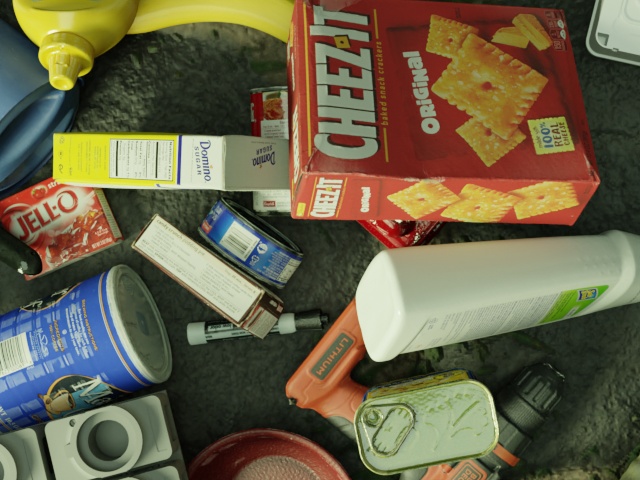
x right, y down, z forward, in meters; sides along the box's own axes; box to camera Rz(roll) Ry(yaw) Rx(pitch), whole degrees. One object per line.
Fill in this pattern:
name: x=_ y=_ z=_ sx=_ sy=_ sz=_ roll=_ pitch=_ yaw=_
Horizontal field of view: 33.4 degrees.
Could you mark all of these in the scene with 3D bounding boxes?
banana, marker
banana: x=-0.076 y=-0.184 z=0.882 sx=0.198 sy=0.037 sz=0.070 roll=15 pitch=100 yaw=7
marker: x=-0.053 y=0.073 z=0.905 sx=0.121 sy=0.020 sz=0.020 roll=-7 pitch=92 yaw=7

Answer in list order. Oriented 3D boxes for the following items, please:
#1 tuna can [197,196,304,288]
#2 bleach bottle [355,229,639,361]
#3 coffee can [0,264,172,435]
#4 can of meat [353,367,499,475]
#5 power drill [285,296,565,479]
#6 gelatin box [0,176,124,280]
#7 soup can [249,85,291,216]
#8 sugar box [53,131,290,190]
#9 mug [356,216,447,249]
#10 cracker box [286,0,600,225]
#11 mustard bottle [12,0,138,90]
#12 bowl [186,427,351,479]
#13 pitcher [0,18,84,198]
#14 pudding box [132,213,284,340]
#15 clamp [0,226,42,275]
tuna can: x=-0.056 y=0.001 z=0.868 sx=0.086 sy=0.086 sz=0.034 roll=35 pitch=95 yaw=4
bleach bottle: x=0.160 y=0.036 z=0.828 sx=0.250 sy=0.103 sz=0.068 roll=-6 pitch=65 yaw=-16
coffee can: x=-0.208 y=0.092 z=0.883 sx=0.140 sy=0.102 sz=0.103 roll=-22 pitch=91 yaw=8
can of meat: x=0.078 y=0.133 z=0.803 sx=0.102 sy=0.084 sz=0.057 roll=-12 pitch=91 yaw=4
power drill: x=0.080 y=0.130 z=0.873 sx=0.187 sy=0.057 sz=0.184 roll=40 pitch=94 yaw=4
gelatin box: x=-0.224 y=-0.016 z=0.915 sx=0.089 sy=0.030 sz=0.073 roll=-23 pitch=90 yaw=7
soup can: x=-0.023 y=-0.072 z=0.868 sx=0.068 sy=0.068 sz=0.102 roll=-1 pitch=94 yaw=7
sugar box: x=-0.115 y=-0.062 z=0.834 sx=0.177 sy=0.093 sz=0.048 roll=1 pitch=93 yaw=33
mug: x=0.060 y=-0.034 z=0.840 sx=0.081 sy=0.117 sz=0.093 roll=41 pitch=121 yaw=8
cracker box: x=0.085 y=-0.098 z=0.793 sx=0.213 sy=0.072 sz=0.164 roll=2 pitch=61 yaw=-7
mustard bottle: x=-0.190 y=-0.202 z=0.842 sx=0.096 sy=0.058 sz=0.191 roll=1 pitch=62 yaw=2
bowl: x=-0.041 y=0.231 z=0.893 sx=0.162 sy=0.055 sz=0.162 roll=1 pitch=94 yaw=7
pitcher: x=-0.328 y=-0.147 z=0.866 sx=0.243 sy=0.149 sz=0.145 roll=39 pitch=97 yaw=6
pudding box: x=-0.089 y=0.031 z=0.861 sx=0.113 sy=0.090 sz=0.039 roll=33 pitch=86 yaw=14
clamp: x=-0.303 y=-0.015 z=0.907 sx=0.120 sy=0.039 sz=0.171 roll=-26 pitch=88 yaw=24
